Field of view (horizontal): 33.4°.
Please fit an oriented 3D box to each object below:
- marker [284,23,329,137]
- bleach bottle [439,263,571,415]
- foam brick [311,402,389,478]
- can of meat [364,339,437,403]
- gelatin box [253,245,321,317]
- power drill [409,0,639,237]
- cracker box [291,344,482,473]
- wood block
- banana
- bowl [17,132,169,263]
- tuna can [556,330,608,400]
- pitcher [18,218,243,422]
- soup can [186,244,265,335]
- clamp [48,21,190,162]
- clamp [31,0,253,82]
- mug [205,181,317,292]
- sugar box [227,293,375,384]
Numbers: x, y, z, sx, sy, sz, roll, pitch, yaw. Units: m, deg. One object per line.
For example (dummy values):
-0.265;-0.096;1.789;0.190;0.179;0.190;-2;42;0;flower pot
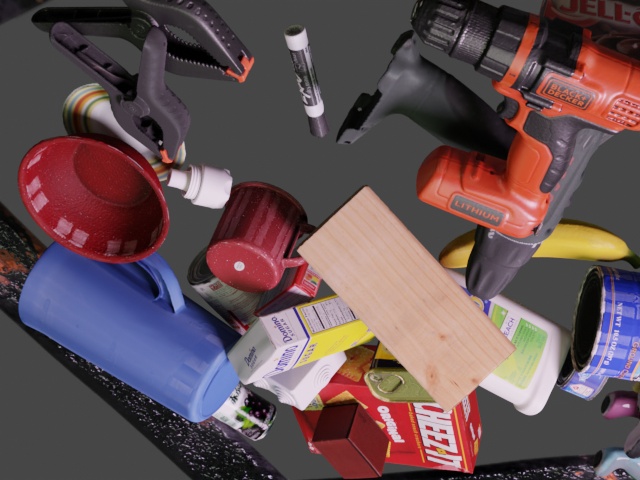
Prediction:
-0.011;-0.141;0.964;0.020;0.020;0.121;5;139;20;marker
0.126;0.081;1.096;0.250;0.102;0.068;26;174;-4;bleach bottle
0.036;0.232;1.232;0.051;0.053;0.078;-14;128;33;foam brick
0.108;0.128;1.169;0.102;0.084;0.057;-3;135;27;can of meat
-0.028;0.044;1.142;0.030;0.073;0.089;34;139;-15;gelatin box
0.133;-0.089;0.787;0.184;0.057;0.188;22;146;0;power drill
0.075;0.199;1.276;0.214;0.072;0.164;4;138;20;cracker box
0.079;0.052;1.019;0.206;0.090;0.091;47;-179;-1;wood block
0.203;0.007;1.022;0.198;0.037;0.069;2;137;23;banana
-0.222;-0.054;1.087;0.162;0.055;0.162;9;132;11;bowl
0.271;0.116;1.080;0.034;0.086;0.086;23;141;1;tuna can
-0.201;0.088;1.180;0.243;0.145;0.149;30;169;16;pitcher
-0.092;0.055;1.189;0.069;0.068;0.102;-15;128;37;soup can
-0.161;-0.138;0.980;0.120;0.039;0.171;8;149;37;clamp
-0.161;-0.197;0.953;0.210;0.036;0.165;31;146;-13;clamp
-0.057;0.001;1.099;0.117;0.081;0.093;9;139;16;mug
-0.002;0.095;1.124;0.048;0.175;0.093;60;143;16;sugar box
